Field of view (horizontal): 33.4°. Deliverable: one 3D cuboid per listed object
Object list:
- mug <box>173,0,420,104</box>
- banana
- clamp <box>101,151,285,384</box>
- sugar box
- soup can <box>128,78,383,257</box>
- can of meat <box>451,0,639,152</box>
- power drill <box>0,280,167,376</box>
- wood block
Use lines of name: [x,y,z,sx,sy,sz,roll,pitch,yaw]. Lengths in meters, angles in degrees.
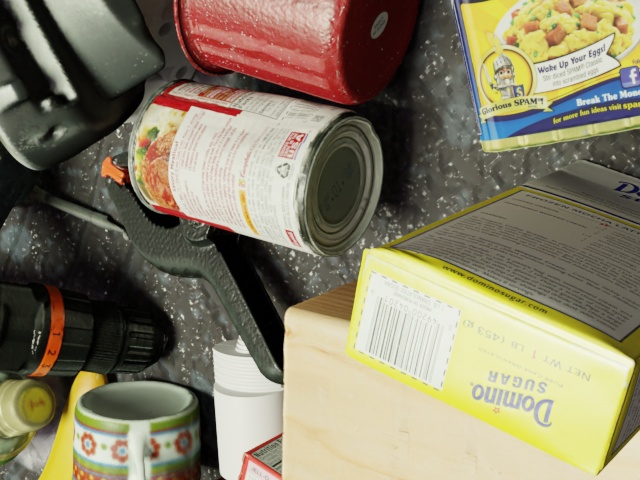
mug: [-0.011,-0.113,0.475,0.082,0.117,0.093,21,82,25]
banana: [-0.183,0.162,0.719,0.070,0.037,0.198,53,126,12]
clamp: [-0.054,0.001,0.572,0.172,0.039,0.120,17,89,35]
sugar box: [0.096,0.017,0.387,0.093,0.175,0.048,24,113,30]
soup can: [-0.030,-0.035,0.502,0.102,0.068,0.068,15,111,32]
can of meat: [0.105,-0.086,0.430,0.102,0.057,0.084,-7,100,38]
power drill: [-0.210,0.046,0.651,0.188,0.184,0.057,-1,78,54]
wood block: [0.093,0.080,0.461,0.206,0.090,0.090,11,108,34]
